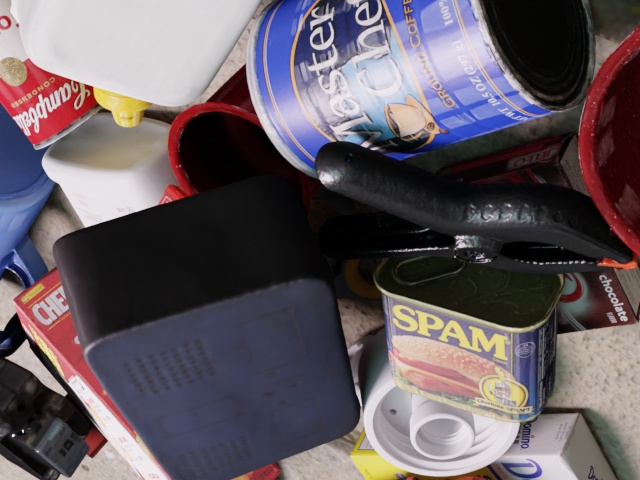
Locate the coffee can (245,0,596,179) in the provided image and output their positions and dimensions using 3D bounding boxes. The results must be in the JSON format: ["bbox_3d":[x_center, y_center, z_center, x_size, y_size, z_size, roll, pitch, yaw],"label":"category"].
[{"bbox_3d":[0.047,-0.094,0.526,0.141,0.102,0.102,-14,118,42],"label":"coffee can"}]

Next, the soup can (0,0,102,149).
[{"bbox_3d":[-0.189,-0.120,0.691,0.069,0.068,0.102,-16,117,42],"label":"soup can"}]

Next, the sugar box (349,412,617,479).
[{"bbox_3d":[0.117,0.170,0.763,0.177,0.048,0.093,-8,125,41],"label":"sugar box"}]

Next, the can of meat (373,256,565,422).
[{"bbox_3d":[0.085,0.050,0.609,0.102,0.057,0.084,15,136,26],"label":"can of meat"}]

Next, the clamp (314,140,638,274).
[{"bbox_3d":[0.074,-0.006,0.556,0.171,0.039,0.120,13,166,-4],"label":"clamp"}]

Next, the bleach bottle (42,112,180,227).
[{"bbox_3d":[-0.105,0.030,0.777,0.103,0.068,0.251,13,137,36],"label":"bleach bottle"}]

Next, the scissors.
[{"bbox_3d":[0.009,0.045,0.747,0.096,0.016,0.202,24,137,14],"label":"scissors"}]

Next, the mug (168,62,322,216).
[{"bbox_3d":[-0.027,-0.052,0.632,0.093,0.081,0.117,10,132,27],"label":"mug"}]

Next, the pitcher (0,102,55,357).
[{"bbox_3d":[-0.284,-0.005,0.824,0.243,0.149,0.145,-41,57,45],"label":"pitcher"}]

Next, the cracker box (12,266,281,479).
[{"bbox_3d":[-0.132,0.122,0.806,0.214,0.072,0.164,48,160,6],"label":"cracker box"}]

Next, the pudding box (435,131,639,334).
[{"bbox_3d":[0.123,0.001,0.610,0.090,0.039,0.113,-13,119,41],"label":"pudding box"}]
